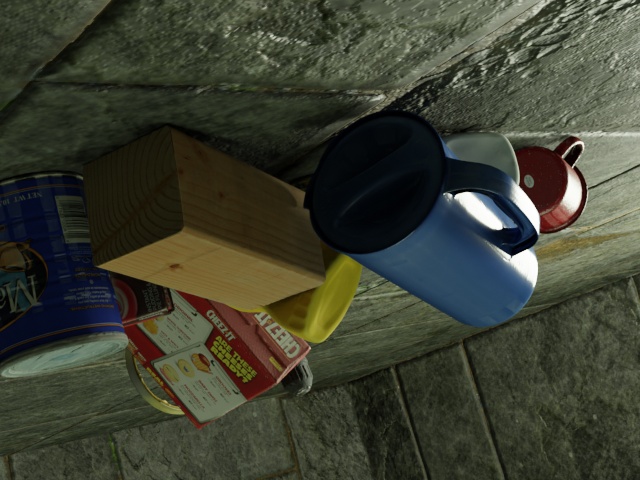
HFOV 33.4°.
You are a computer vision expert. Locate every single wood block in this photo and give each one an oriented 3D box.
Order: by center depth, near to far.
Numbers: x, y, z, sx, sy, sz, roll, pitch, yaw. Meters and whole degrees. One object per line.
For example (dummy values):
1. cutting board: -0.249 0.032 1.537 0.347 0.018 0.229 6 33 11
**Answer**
1. wood block: -0.091 -0.011 0.893 0.091 0.090 0.205 -21 157 26

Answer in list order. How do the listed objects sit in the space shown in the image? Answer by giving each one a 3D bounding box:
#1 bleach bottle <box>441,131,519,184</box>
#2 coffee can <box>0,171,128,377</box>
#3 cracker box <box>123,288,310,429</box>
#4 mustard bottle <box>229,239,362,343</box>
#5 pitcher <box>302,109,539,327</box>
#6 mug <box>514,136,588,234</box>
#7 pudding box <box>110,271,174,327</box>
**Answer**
1. bleach bottle: 0.096 -0.042 1.152 0.102 0.068 0.251 -4 166 -31
2. coffee can: -0.221 0.029 0.858 0.102 0.140 0.103 -15 168 -3
3. cracker box: -0.127 0.107 1.183 0.072 0.164 0.214 -42 -177 -37
4. mustard bottle: -0.055 0.025 1.032 0.192 0.096 0.058 19 170 40
5. pitcher: 0.114 -0.007 0.967 0.145 0.149 0.242 -47 139 8
6. mug: 0.257 -0.069 1.210 0.117 0.093 0.081 -50 155 9
7. pudding box: -0.187 0.022 0.941 0.090 0.113 0.039 -17 172 4
